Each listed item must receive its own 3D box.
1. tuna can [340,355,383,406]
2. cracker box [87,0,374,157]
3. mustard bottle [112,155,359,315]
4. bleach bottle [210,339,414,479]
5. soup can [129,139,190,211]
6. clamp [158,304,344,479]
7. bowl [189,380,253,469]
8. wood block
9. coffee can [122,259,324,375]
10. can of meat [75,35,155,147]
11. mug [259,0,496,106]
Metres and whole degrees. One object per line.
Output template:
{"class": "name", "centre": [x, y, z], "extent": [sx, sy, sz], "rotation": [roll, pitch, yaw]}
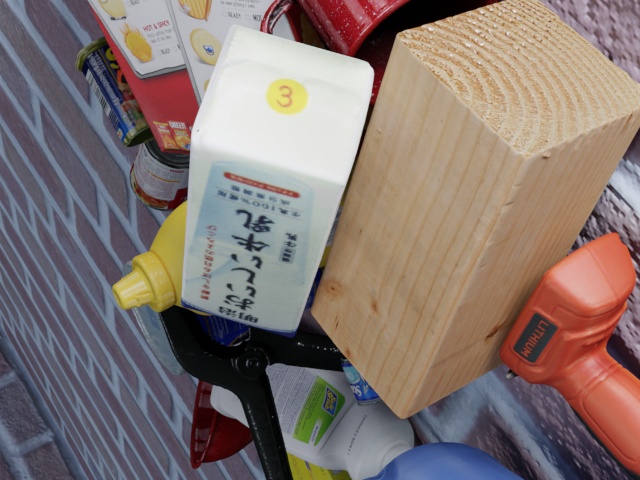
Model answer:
{"class": "tuna can", "centre": [0.058, 0.079, 0.722], "extent": [0.034, 0.086, 0.086], "rotation": [66, 157, -1]}
{"class": "cracker box", "centre": [-0.064, -0.152, 0.660], "extent": [0.164, 0.072, 0.213], "rotation": [9, 135, 37]}
{"class": "mustard bottle", "centre": [-0.055, 0.001, 0.744], "extent": [0.058, 0.191, 0.096], "rotation": [45, 151, 37]}
{"class": "bleach bottle", "centre": [-0.001, 0.151, 0.915], "extent": [0.251, 0.068, 0.102], "rotation": [27, 99, 53]}
{"class": "soup can", "centre": [-0.139, -0.077, 0.996], "extent": [0.068, 0.068, 0.102], "rotation": [59, 156, 11]}
{"class": "clamp", "centre": [-0.037, 0.083, 0.810], "extent": [0.210, 0.165, 0.036], "rotation": [48, -164, -8]}
{"class": "bowl", "centre": [-0.091, 0.158, 1.096], "extent": [0.162, 0.055, 0.162], "rotation": [-168, 90, -78]}
{"class": "wood block", "centre": [0.073, -0.011, 0.556], "extent": [0.090, 0.090, 0.206], "rotation": [49, 144, 27]}
{"class": "coffee can", "centre": [-0.081, 0.037, 0.899], "extent": [0.103, 0.140, 0.103], "rotation": [46, 151, 35]}
{"class": "can of meat", "centre": [-0.141, -0.136, 0.901], "extent": [0.084, 0.102, 0.058], "rotation": [60, 157, 3]}
{"class": "mug", "centre": [0.022, -0.125, 0.562], "extent": [0.081, 0.117, 0.093], "rotation": [59, -178, 23]}
